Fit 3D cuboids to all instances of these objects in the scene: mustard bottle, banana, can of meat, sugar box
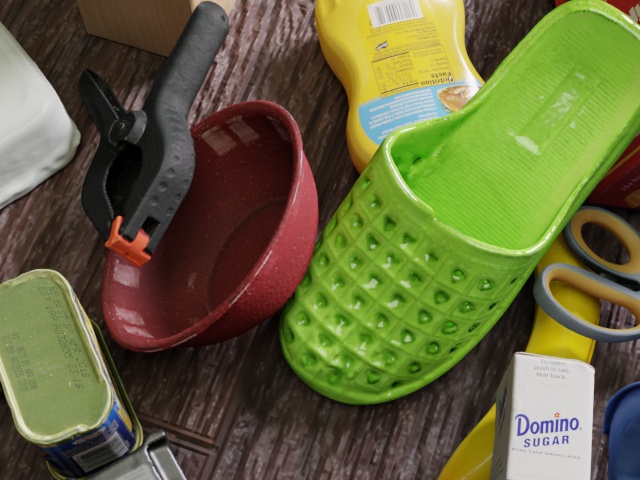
[{"bbox_3d":[0.062,-0.082,0.676,0.096,0.058,0.191,-12,66,-4],"label":"mustard bottle"},{"bbox_3d":[0.123,0.066,0.623,0.070,0.037,0.197,7,63,23],"label":"banana"},{"bbox_3d":[-0.144,0.076,0.591,0.057,0.084,0.102,-24,68,-11],"label":"can of meat"},{"bbox_3d":[0.102,0.151,0.515,0.048,0.093,0.176,8,71,6],"label":"sugar box"}]

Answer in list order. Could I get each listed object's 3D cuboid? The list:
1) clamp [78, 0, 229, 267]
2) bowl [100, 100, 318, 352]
[{"bbox_3d":[-0.100,-0.068,0.642,0.120,0.039,0.171,-34,48,28],"label":"clamp"},{"bbox_3d":[-0.054,0.001,0.616,0.162,0.055,0.162,-29,44,31],"label":"bowl"}]
